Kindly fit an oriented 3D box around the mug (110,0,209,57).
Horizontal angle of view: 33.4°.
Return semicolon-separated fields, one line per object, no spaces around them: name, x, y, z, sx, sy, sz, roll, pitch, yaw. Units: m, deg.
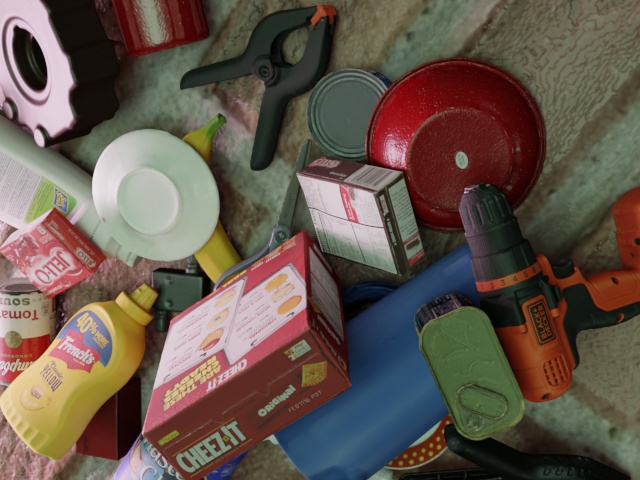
mug;-0.164;-0.217;1.000;0.117;0.093;0.081;-13;102;4

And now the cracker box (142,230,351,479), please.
cracker box;-0.059;0.095;0.929;0.164;0.213;0.072;-34;109;11

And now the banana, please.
banana;-0.108;-0.023;1.042;0.070;0.037;0.198;-1;110;32

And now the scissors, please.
scissors;-0.057;0.001;1.017;0.096;0.016;0.202;-1;111;-4

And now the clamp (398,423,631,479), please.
clamp;0.183;0.209;0.956;0.210;0.165;0.036;6;61;-1

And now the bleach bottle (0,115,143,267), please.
bleach bottle;-0.290;-0.045;1.096;0.251;0.068;0.103;33;117;6

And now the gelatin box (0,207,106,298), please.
gelatin box;-0.269;0.014;1.067;0.089;0.030;0.073;-24;116;41

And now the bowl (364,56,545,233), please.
bowl;0.119;-0.076;0.934;0.162;0.055;0.162;1;107;3

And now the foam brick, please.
foam brick;-0.224;0.184;1.127;0.053;0.051;0.078;6;103;18

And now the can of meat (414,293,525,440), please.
can of meat;0.115;0.096;0.849;0.057;0.084;0.102;-25;96;3

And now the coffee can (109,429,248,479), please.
coffee can;-0.139;0.220;1.078;0.103;0.102;0.140;36;110;8

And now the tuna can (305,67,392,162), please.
tuna can;0.032;-0.117;0.986;0.086;0.033;0.086;4;103;18

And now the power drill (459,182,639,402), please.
power drill;0.211;0.019;0.884;0.187;0.057;0.184;-21;97;-23

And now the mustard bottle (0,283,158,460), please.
mustard bottle;-0.232;0.120;1.072;0.191;0.058;0.096;-48;50;-2

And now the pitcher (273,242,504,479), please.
pitcher;0.067;0.106;0.963;0.243;0.145;0.149;-38;92;8

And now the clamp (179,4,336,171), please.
clamp;-0.043;-0.149;1.004;0.172;0.039;0.120;-34;96;28

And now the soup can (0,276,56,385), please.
soup can;-0.314;0.095;1.130;0.069;0.068;0.102;5;102;17

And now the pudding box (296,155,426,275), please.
pudding box;0.036;-0.023;0.963;0.114;0.039;0.090;18;135;49
